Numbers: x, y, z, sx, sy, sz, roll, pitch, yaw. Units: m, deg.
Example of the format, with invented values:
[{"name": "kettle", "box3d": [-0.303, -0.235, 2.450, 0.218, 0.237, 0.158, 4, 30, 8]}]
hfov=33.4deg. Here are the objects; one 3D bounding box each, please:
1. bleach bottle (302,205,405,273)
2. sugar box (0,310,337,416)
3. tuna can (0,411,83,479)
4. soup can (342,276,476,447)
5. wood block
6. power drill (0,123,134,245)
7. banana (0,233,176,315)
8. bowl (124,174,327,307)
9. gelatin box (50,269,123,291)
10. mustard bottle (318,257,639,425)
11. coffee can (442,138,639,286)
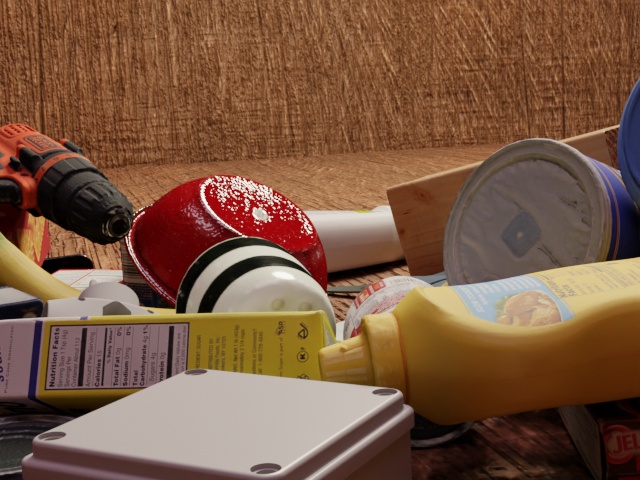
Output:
[{"name": "bleach bottle", "box3d": [0.021, -0.001, 1.011, 0.250, 0.068, 0.103, -5, 8, -31]}, {"name": "sugar box", "box3d": [-0.079, 0.067, 0.520, 0.176, 0.048, 0.093, -5, -21, 5]}, {"name": "tuna can", "box3d": [-0.132, 0.100, 0.450, 0.086, 0.034, 0.086, -3, 8, 0]}, {"name": "soup can", "box3d": [0.047, 0.059, 0.557, 0.068, 0.068, 0.102, -3, 8, -1]}, {"name": "wood block", "box3d": [0.170, -0.029, 0.878, 0.207, 0.090, 0.090, -14, 4, 41]}, {"name": "power drill", "box3d": [-0.243, -0.029, 0.738, 0.187, 0.057, 0.185, -11, 26, -37]}, {"name": "banana", "box3d": [-0.138, 0.045, 0.682, 0.197, 0.070, 0.037, 22, 36, -4]}, {"name": "bowl", "box3d": [-0.055, 0.001, 0.762, 0.162, 0.055, 0.162, 23, 27, -12]}, {"name": "gelatin box", "box3d": [-0.191, 0.046, 0.858, 0.073, 0.030, 0.089, -1, 11, 9]}, {"name": "mustard bottle", "box3d": [0.094, 0.041, 0.456, 0.191, 0.058, 0.096, -8, 12, -4]}, {"name": "coffee can", "box3d": [0.152, 0.012, 0.588, 0.140, 0.103, 0.103, 16, -6, -40]}]
